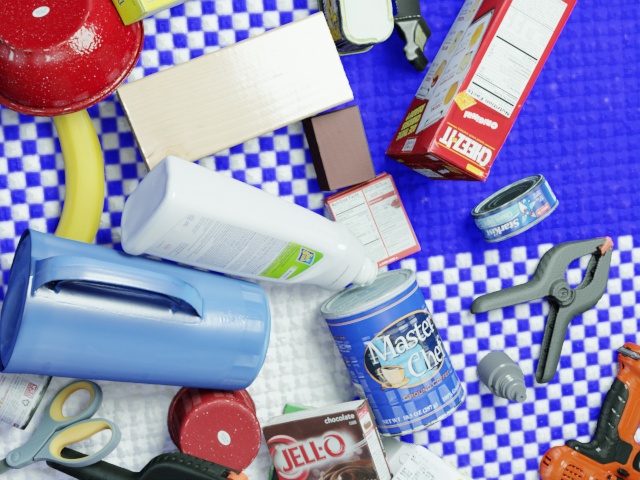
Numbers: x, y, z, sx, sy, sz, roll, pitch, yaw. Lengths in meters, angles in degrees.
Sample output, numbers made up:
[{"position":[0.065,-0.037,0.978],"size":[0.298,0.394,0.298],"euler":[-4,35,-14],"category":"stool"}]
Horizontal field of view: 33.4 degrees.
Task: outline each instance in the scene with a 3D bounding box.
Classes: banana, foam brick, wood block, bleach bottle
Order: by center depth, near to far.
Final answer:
[{"position":[-0.057,0.001,1.022],"size":[0.250,0.103,0.068],"euler":[20,46,-31],"category":"bleach bottle"},{"position":[-0.085,-0.140,1.036],"size":[0.206,0.090,0.091],"euler":[-22,99,-8],"category":"wood block"},{"position":[-0.244,-0.052,1.038],"size":[0.069,0.037,0.198],"euler":[9,93,-14],"category":"banana"},{"position":[0.019,-0.093,1.080],"size":[0.051,0.053,0.078],"euler":[-16,98,-10],"category":"foam brick"}]

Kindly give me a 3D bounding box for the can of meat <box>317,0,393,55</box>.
[{"position":[0.033,-0.239,1.054],"size":[0.057,0.084,0.102],"euler":[-10,96,-11],"category":"can of meat"}]

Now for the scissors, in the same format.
[{"position":[-0.291,0.195,1.054],"size":[0.202,0.016,0.096],"euler":[-13,58,11],"category":"scissors"}]

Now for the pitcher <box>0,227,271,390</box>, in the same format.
[{"position":[-0.170,0.071,0.998],"size":[0.242,0.149,0.145],"euler":[11,108,-23],"category":"pitcher"}]

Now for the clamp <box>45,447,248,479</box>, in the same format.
[{"position":[-0.165,0.248,1.033],"size":[0.210,0.036,0.164],"euler":[-28,98,29],"category":"clamp"}]

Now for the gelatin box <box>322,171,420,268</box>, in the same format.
[{"position":[0.052,-0.017,1.105],"size":[0.073,0.030,0.089],"euler":[-24,99,-7],"category":"gelatin box"}]

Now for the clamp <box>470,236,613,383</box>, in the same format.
[{"position":[0.257,0.068,1.149],"size":[0.171,0.039,0.120],"euler":[-36,102,-7],"category":"clamp"}]

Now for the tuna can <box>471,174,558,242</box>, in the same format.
[{"position":[0.200,-0.034,1.105],"size":[0.086,0.086,0.034],"euler":[-32,99,-7],"category":"tuna can"}]

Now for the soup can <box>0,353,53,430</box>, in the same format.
[{"position":[-0.316,0.131,1.024],"size":[0.102,0.068,0.068],"euler":[28,89,-13],"category":"soup can"}]

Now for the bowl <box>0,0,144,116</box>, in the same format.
[{"position":[-0.246,-0.195,0.976],"size":[0.162,0.055,0.162],"euler":[-3,65,6],"category":"bowl"}]

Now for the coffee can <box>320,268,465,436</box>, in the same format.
[{"position":[0.074,0.113,1.083],"size":[0.102,0.103,0.140],"euler":[-25,99,-9],"category":"coffee can"}]

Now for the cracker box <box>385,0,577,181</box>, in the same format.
[{"position":[0.158,-0.164,1.046],"size":[0.072,0.164,0.214],"euler":[27,89,-10],"category":"cracker box"}]

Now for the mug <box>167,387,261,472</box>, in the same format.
[{"position":[-0.110,0.198,1.064],"size":[0.093,0.081,0.117],"euler":[30,88,-12],"category":"mug"}]

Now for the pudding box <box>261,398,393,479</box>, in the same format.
[{"position":[0.007,0.213,1.069],"size":[0.114,0.039,0.090],"euler":[-16,97,24],"category":"pudding box"}]

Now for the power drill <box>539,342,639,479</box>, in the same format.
[{"position":[0.355,0.221,1.172],"size":[0.184,0.057,0.187],"euler":[27,89,-12],"category":"power drill"}]
